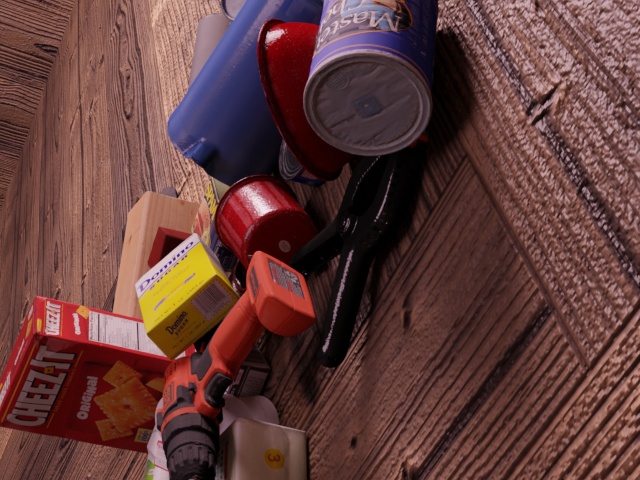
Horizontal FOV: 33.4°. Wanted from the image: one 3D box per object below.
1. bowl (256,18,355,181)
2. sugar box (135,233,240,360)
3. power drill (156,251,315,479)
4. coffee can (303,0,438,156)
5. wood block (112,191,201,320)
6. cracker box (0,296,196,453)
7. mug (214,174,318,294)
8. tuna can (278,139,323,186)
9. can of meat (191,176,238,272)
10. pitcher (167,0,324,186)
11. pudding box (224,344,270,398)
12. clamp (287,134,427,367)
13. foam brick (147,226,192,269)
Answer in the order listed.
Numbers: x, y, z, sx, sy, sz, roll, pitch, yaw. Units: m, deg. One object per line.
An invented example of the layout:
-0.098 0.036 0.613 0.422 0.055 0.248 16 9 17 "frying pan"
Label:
0.006 -0.139 0.992 0.055 0.162 0.162 -19 52 24 "bowl"
-0.143 0.054 1.114 0.093 0.048 0.176 -40 22 -2 "sugar box"
-0.080 0.114 0.947 0.188 0.057 0.184 -52 23 15 "power drill"
0.045 -0.154 0.893 0.103 0.102 0.140 -52 20 42 "coffee can"
-0.212 0.053 1.395 0.091 0.090 0.206 -36 44 57 "wood block"
-0.262 0.168 1.278 0.164 0.213 0.072 -60 27 31 "cracker box"
-0.057 0.001 1.078 0.117 0.093 0.082 -62 30 13 "mug"
-0.010 -0.100 1.102 0.086 0.033 0.086 -45 37 49 "tuna can"
-0.112 -0.024 1.259 0.102 0.057 0.084 -112 40 -55 "can of meat"
-0.055 -0.188 1.160 0.243 0.144 0.149 -53 43 34 "pitcher"
-0.098 0.148 1.146 0.090 0.039 0.113 -69 22 14 "pudding box"
0.034 -0.002 0.938 0.210 0.036 0.164 -58 27 29 "clamp"
-0.169 0.020 1.334 0.051 0.078 0.053 32 106 64 "foam brick"
